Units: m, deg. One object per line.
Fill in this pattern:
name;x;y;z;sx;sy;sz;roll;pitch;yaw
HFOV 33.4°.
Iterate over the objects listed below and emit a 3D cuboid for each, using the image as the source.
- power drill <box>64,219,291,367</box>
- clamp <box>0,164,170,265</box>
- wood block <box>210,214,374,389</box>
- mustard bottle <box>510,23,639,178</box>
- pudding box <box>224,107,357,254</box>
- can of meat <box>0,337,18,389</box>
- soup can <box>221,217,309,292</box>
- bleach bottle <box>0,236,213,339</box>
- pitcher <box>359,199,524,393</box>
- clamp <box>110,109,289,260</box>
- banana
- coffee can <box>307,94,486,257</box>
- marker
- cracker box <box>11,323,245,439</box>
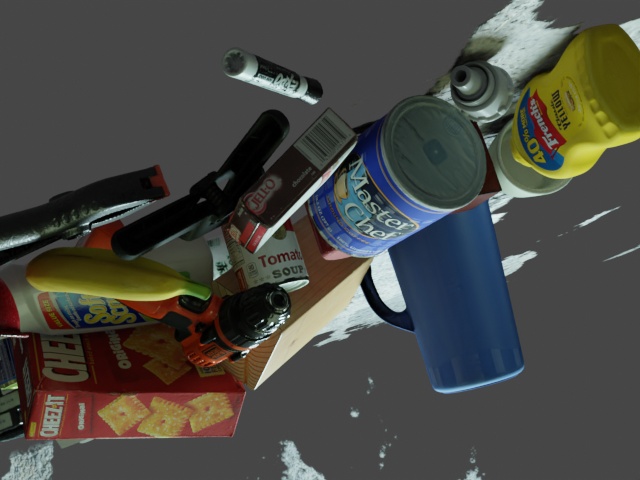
power drill;-0.134;0.046;0.969;0.187;0.057;0.185;32;148;-15
clamp;-0.207;-0.017;0.862;0.171;0.039;0.120;-18;-178;-12
wood block;-0.036;0.058;1.144;0.205;0.090;0.091;-37;158;-53
mustard bottle;0.216;-0.107;0.936;0.058;0.096;0.192;-15;170;-18
pudding box;-0.026;-0.047;0.877;0.113;0.039;0.090;-45;180;-19
can of meat;-0.339;0.125;1.259;0.101;0.084;0.058;-8;166;-44
soup can;-0.057;0.001;1.030;0.068;0.102;0.068;-17;170;-3
bleach bottle;-0.234;0.055;1.063;0.250;0.068;0.103;-12;134;-23
pitcher;0.140;0.048;1.219;0.144;0.243;0.149;-12;175;-39
clamp;-0.081;-0.043;0.888;0.164;0.036;0.210;-38;176;6
banana;-0.187;0.031;0.877;0.198;0.037;0.069;5;155;33
coffee can;0.065;-0.053;0.945;0.102;0.103;0.141;-11;168;-32
marker;-0.029;-0.110;0.723;0.020;0.020;0.121;-22;169;23
cracker box;-0.203;0.129;1.113;0.213;0.164;0.072;5;120;-24
